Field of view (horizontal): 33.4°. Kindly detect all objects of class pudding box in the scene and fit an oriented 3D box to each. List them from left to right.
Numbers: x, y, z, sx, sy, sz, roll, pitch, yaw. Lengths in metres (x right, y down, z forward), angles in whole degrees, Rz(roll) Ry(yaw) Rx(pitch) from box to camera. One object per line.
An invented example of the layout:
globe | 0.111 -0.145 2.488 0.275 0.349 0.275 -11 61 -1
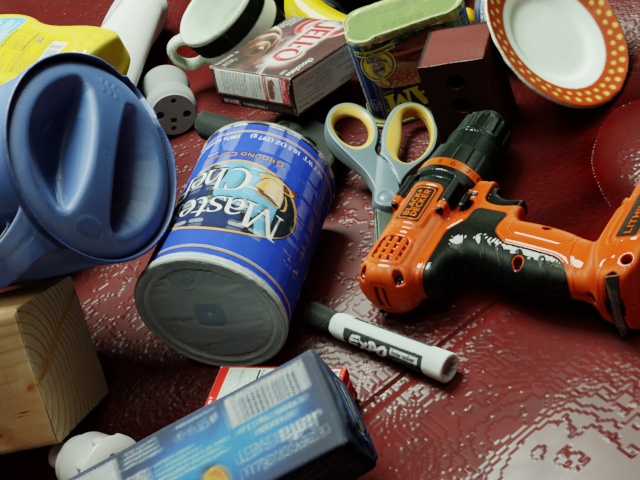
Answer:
pudding box | -0.021 -0.147 0.888 0.090 0.039 0.113 14 42 38

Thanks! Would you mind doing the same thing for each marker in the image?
marker | 0.034 0.062 0.680 0.121 0.020 0.020 18 54 40

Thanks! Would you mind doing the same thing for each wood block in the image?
wood block | -0.262 0.097 0.710 0.206 0.090 0.090 -14 10 13

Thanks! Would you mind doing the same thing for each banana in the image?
banana | 0.041 -0.187 0.928 0.198 0.070 0.037 20 39 25

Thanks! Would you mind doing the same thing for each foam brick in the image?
foam brick | 0.111 -0.116 0.803 0.053 0.078 0.051 -5 42 24

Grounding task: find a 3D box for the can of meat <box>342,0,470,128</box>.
can of meat | 0.075 -0.149 0.853 0.102 0.084 0.057 -17 39 7

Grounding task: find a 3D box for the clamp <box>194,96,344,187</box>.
clamp | -0.037 -0.078 0.862 0.120 0.039 0.171 -20 35 2

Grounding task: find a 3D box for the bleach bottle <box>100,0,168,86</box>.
bleach bottle | -0.199 -0.179 1.035 0.103 0.068 0.250 -48 19 32

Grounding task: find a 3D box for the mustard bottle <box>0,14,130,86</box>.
mustard bottle | -0.258 -0.145 0.894 0.192 0.058 0.096 15 63 29

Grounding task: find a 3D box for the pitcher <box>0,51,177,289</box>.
pitcher | -0.227 -0.020 0.708 0.243 0.149 0.145 -16 80 36

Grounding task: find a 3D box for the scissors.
scissors | 0.031 -0.038 0.779 0.096 0.016 0.201 18 50 8

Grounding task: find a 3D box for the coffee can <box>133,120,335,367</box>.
coffee can | -0.055 0.001 0.729 0.103 0.103 0.140 -4 42 23

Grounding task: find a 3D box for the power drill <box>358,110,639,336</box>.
power drill | 0.138 -0.017 0.692 0.188 0.057 0.184 7 49 36
